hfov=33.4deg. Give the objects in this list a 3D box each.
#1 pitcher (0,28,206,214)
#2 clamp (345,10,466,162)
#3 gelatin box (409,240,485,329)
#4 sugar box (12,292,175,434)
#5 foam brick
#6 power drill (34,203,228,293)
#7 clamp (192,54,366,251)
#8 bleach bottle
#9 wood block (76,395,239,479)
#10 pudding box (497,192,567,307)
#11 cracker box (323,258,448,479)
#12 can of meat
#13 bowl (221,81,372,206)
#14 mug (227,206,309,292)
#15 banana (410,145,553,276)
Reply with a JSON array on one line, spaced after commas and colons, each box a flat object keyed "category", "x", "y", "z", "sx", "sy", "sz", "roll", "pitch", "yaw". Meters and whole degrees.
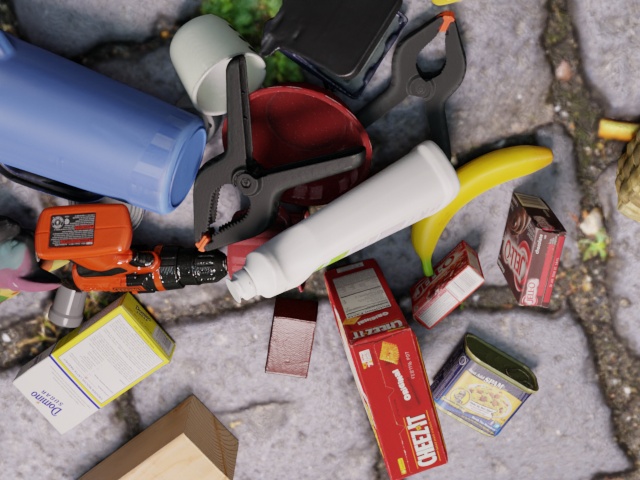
[{"category": "pitcher", "x": -0.248, "y": -0.109, "z": 1.104, "sx": 0.243, "sy": 0.149, "sz": 0.145, "roll": 21, "pitch": 89, "yaw": 6}, {"category": "clamp", "x": 0.096, "y": -0.163, "z": 1.138, "sx": 0.120, "sy": 0.039, "sz": 0.171, "roll": 9, "pitch": 112, "yaw": -5}, {"category": "gelatin box", "x": 0.140, "y": 0.050, "z": 1.201, "sx": 0.030, "sy": 0.073, "sz": 0.089, "roll": 42, "pitch": 108, "yaw": -13}, {"category": "sugar box", "x": -0.269, "y": 0.147, "z": 1.272, "sx": 0.176, "sy": 0.048, "sz": 0.093, "roll": -33, "pitch": 107, "yaw": 18}, {"category": "foam brick", "x": -0.034, "y": 0.113, "z": 1.244, "sx": 0.051, "sy": 0.053, "sz": 0.078, "roll": 9, "pitch": 111, "yaw": -1}, {"category": "power drill", "x": -0.206, "y": 0.014, "z": 1.148, "sx": 0.184, "sy": 0.187, "sz": 0.057, "roll": -5, "pitch": 72, "yaw": 12}, {"category": "clamp", "x": -0.061, "y": -0.064, "z": 1.093, "sx": 0.164, "sy": 0.036, "sz": 0.210, "roll": 31, "pitch": 118, "yaw": 2}, {"category": "bleach bottle", "x": 0.018, "y": -0.010, "z": 1.094, "sx": 0.250, "sy": 0.103, "sz": 0.068, "roll": -29, "pitch": 81, "yaw": -17}, {"category": "wood block", "x": -0.208, "y": 0.296, "z": 1.303, "sx": 0.206, "sy": 0.091, "sz": 0.090, "roll": -37, "pitch": 107, "yaw": 15}, {"category": "pudding box", "x": 0.228, "y": 0.009, "z": 1.159, "sx": 0.039, "sy": 0.113, "sz": 0.090, "roll": 8, "pitch": 112, "yaw": -5}, {"category": "cracker box", "x": 0.069, "y": 0.132, "z": 1.160, "sx": 0.072, "sy": 0.214, "sz": 0.164, "roll": -18, "pitch": 109, "yaw": -1}, {"category": "can of meat", "x": 0.190, "y": 0.173, "z": 1.257, "sx": 0.102, "sy": 0.057, "sz": 0.084, "roll": 30, "pitch": 112, "yaw": -9}, {"category": "bowl", "x": -0.021, "y": -0.113, "z": 1.135, "sx": 0.162, "sy": 0.055, "sz": 0.162, "roll": 8, "pitch": 135, "yaw": 8}, {"category": "mug", "x": -0.058, "y": 0.001, "z": 1.176, "sx": 0.081, "sy": 0.093, "sz": 0.117, "roll": 3, "pitch": 144, "yaw": 6}, {"category": "banana", "x": 0.164, "y": -0.049, "z": 1.181, "sx": 0.069, "sy": 0.037, "sz": 0.198, "roll": 40, "pitch": 108, "yaw": -19}]
